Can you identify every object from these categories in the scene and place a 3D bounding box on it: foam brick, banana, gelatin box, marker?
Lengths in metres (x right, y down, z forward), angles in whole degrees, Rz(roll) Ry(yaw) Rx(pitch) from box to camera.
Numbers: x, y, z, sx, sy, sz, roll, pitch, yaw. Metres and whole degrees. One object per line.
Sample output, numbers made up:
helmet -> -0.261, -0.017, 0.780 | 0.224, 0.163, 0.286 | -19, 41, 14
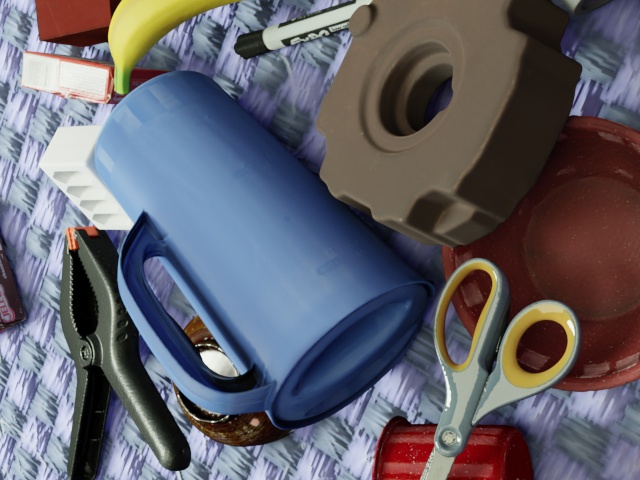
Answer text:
foam brick -> -0.174, -0.182, 0.822 | 0.078, 0.052, 0.051 | -4, 91, 29
banana -> -0.068, -0.167, 0.726 | 0.198, 0.069, 0.037 | -21, 53, 10
gelatin box -> -0.170, -0.122, 0.812 | 0.089, 0.073, 0.030 | 14, 101, 27
marker -> -0.010, -0.149, 0.749 | 0.121, 0.020, 0.020 | -10, 88, 30

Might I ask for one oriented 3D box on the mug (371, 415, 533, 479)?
mug -> 0.084, 0.166, 0.669 | 0.082, 0.117, 0.093 | -5, 132, 25

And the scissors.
scissors -> 0.096, 0.112, 0.624 | 0.096, 0.016, 0.202 | 6, 86, 22

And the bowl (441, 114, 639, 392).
bowl -> 0.157, 0.007, 0.643 | 0.162, 0.055, 0.162 | 2, 95, 30

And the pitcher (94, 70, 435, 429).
pitcher -> -0.055, 0.001, 0.711 | 0.145, 0.149, 0.243 | -47, 65, 9

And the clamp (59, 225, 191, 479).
clamp -> -0.174, 0.094, 0.843 | 0.165, 0.036, 0.210 | -30, 71, 45
